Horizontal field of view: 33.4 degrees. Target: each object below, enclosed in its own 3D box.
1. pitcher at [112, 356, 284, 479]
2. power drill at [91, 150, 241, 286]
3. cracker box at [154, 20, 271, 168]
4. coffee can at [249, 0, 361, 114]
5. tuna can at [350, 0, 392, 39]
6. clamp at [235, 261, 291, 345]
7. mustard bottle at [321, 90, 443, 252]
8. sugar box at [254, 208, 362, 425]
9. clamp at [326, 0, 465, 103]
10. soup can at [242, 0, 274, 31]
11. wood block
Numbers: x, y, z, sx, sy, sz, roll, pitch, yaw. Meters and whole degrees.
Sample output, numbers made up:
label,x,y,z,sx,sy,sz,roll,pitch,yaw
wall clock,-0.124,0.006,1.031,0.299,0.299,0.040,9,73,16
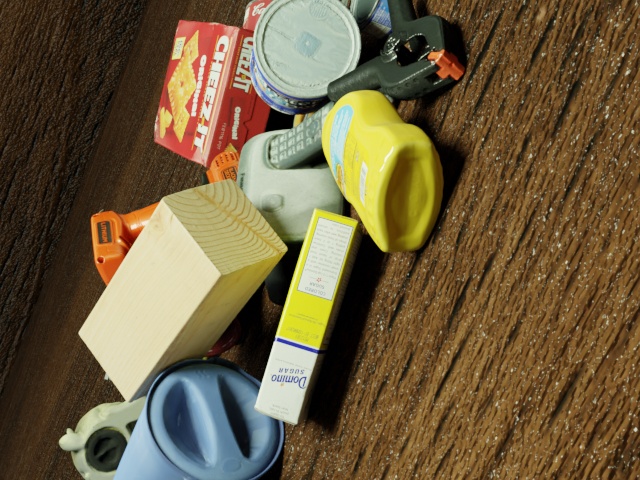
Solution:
label,x,y,z,sx,sy,sz,roll,pitch,yaw
pitcher,-0.140,0.240,1.045,0.145,0.148,0.243,51,137,19
power drill,-0.142,-0.010,1.119,0.184,0.187,0.057,-114,3,-57
cracker box,-0.128,-0.176,1.287,0.214,0.072,0.164,28,106,62
coffee can,-0.018,-0.185,1.071,0.140,0.102,0.103,177,110,-85
tuna can,0.061,-0.243,1.053,0.086,0.033,0.086,-163,90,-71
clamp,-0.058,0.001,1.161,0.165,0.036,0.210,151,131,-62
mustard bottle,0.042,-0.072,0.887,0.192,0.058,0.096,-122,30,-59
sugar box,-0.009,0.066,0.917,0.093,0.048,0.176,54,-125,-83
clamp,0.065,-0.154,0.929,0.120,0.039,0.171,-58,25,11
soup can,-0.070,-0.251,1.370,0.069,0.068,0.102,139,144,-57
wood block,-0.132,0.049,0.991,0.091,0.090,0.206,51,130,16
